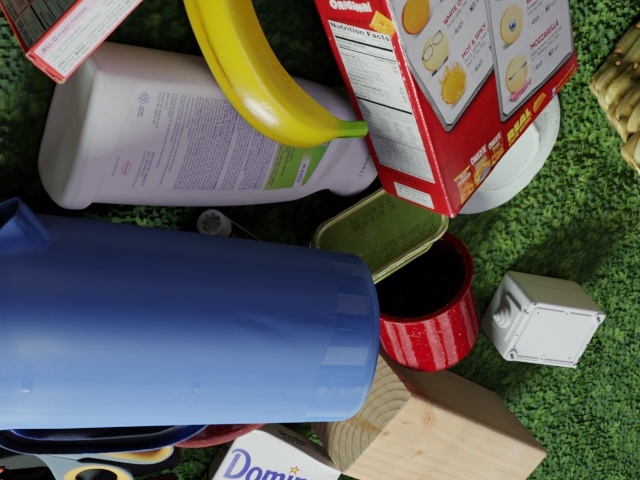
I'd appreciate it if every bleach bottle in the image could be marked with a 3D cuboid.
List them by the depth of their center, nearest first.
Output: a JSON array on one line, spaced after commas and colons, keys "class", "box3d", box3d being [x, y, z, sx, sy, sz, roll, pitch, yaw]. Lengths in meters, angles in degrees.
[{"class": "bleach bottle", "box3d": [-0.048, -0.062, 0.698, 0.250, 0.068, 0.103, 5, 116, -36]}]

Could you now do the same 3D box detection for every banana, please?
[{"class": "banana", "box3d": [-0.043, -0.128, 0.626, 0.069, 0.037, 0.197, -44, 116, -31]}]

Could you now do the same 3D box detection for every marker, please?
[{"class": "marker", "box3d": [-0.055, 0.001, 0.738, 0.020, 0.020, 0.121, -42, 161, 3]}]

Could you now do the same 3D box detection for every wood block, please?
[{"class": "wood block", "box3d": [0.092, 0.166, 0.935, 0.205, 0.091, 0.090, 28, 106, -42]}]

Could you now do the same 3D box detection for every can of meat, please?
[{"class": "can of meat", "box3d": [0.039, -0.002, 0.771, 0.102, 0.057, 0.084, -32, 176, -6]}]

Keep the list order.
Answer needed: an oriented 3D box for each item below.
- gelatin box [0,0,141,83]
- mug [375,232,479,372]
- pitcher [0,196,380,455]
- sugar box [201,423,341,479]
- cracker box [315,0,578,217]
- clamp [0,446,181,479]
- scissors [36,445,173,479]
[{"class": "gelatin box", "box3d": [-0.130, -0.138, 0.583, 0.089, 0.073, 0.030, -45, 133, 6]}, {"class": "mug", "box3d": [0.069, 0.052, 0.846, 0.117, 0.093, 0.081, -7, 139, 13]}, {"class": "pitcher", "box3d": [-0.095, 0.061, 0.660, 0.242, 0.149, 0.145, 5, 79, -16]}, {"class": "sugar box", "box3d": [-0.066, 0.236, 0.880, 0.093, 0.048, 0.176, 28, 99, -10]}, {"class": "cracker box", "box3d": [0.081, -0.148, 0.673, 0.164, 0.072, 0.213, -48, 137, -24]}, {"class": "clamp", "box3d": [-0.187, 0.176, 0.813, 0.120, 0.039, 0.171, -46, 141, -2]}, {"class": "scissors", "box3d": [-0.204, 0.149, 0.742, 0.201, 0.016, 0.096, 6, 132, -22]}]
